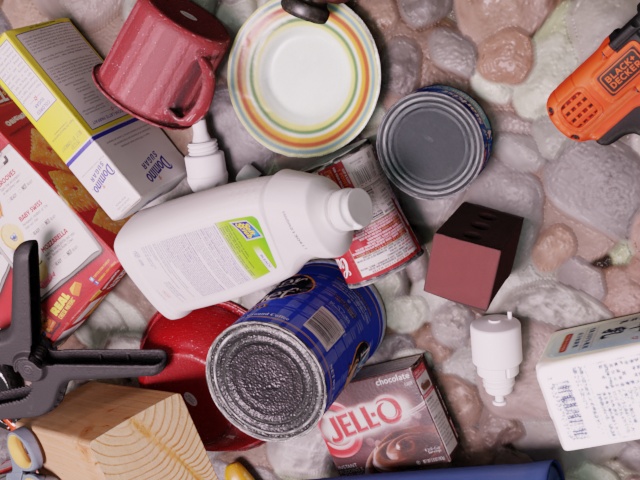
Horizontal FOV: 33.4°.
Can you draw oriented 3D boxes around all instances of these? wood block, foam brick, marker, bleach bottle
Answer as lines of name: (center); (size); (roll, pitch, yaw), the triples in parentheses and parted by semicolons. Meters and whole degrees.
wood block: (-0.189, 0.189, 0.962); (0.206, 0.090, 0.091); (-8, 107, 58)
foam brick: (0.118, 0.011, 0.822); (0.053, 0.078, 0.051); (17, 116, 17)
marker: (-0.020, -0.021, 0.904); (0.121, 0.020, 0.020); (39, 119, 6)
bleach bottle: (-0.056, 0.001, 0.853); (0.251, 0.068, 0.102); (-12, 123, 44)

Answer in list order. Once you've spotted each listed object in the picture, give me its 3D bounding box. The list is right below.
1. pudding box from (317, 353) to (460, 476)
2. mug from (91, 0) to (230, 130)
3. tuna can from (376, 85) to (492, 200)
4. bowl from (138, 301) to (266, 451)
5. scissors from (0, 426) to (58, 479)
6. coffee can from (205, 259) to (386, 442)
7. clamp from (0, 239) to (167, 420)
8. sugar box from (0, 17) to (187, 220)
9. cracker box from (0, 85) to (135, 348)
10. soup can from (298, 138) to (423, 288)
pudding box: (0.053, 0.154, 0.925); (0.114, 0.039, 0.090); (-19, 100, 28)
mug: (-0.120, -0.141, 0.857); (0.082, 0.093, 0.117); (-56, 49, 24)
tuna can: (0.089, -0.076, 0.828); (0.086, 0.033, 0.086); (8, 112, 21)
bowl: (-0.109, 0.134, 0.980); (0.162, 0.055, 0.162); (8, 112, 20)
scissors: (-0.298, 0.215, 1.032); (0.202, 0.016, 0.096); (2, 113, 52)
coffee can: (-0.016, 0.086, 0.872); (0.103, 0.140, 0.103); (8, 112, 20)
clamp: (-0.260, 0.096, 0.959); (0.210, 0.036, 0.164); (-30, 110, 28)
sugar box: (-0.196, -0.105, 0.908); (0.048, 0.093, 0.176); (-36, 92, 30)
cracker box: (-0.279, -0.019, 0.988); (0.214, 0.072, 0.164); (46, 120, 3)
soup can: (0.031, -0.022, 0.854); (0.069, 0.068, 0.102); (-22, 99, 28)
